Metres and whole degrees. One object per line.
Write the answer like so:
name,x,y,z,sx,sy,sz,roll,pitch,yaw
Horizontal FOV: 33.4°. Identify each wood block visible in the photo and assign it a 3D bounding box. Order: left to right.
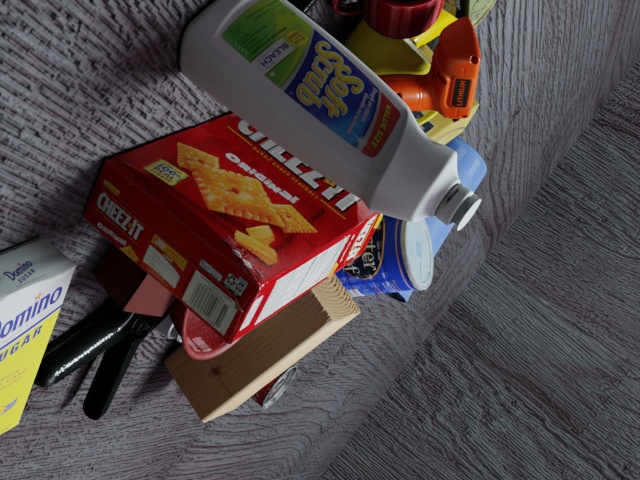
wood block,-0.069,0.110,1.232,0.206,0.091,0.090,-39,169,20

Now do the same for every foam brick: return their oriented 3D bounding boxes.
foam brick,-0.150,0.020,0.938,0.078,0.051,0.052,-55,147,9

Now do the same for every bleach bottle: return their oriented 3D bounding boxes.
bleach bottle,0.016,-0.097,0.805,0.102,0.251,0.068,-44,163,-31

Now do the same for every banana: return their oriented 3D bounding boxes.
banana,0.139,-0.253,1.243,0.197,0.037,0.070,-30,152,-56

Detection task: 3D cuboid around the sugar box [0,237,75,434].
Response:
sugar box,-0.254,0.087,0.816,0.093,0.048,0.176,-31,155,-55

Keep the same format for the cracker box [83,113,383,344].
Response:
cracker box,-0.065,-0.025,0.900,0.213,0.164,0.072,-32,157,-53

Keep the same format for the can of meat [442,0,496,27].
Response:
can of meat,0.136,-0.274,1.092,0.057,0.084,0.102,-51,165,-8

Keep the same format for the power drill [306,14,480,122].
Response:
power drill,0.048,-0.154,0.975,0.187,0.057,0.184,-8,154,-2

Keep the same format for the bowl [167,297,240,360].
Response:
bowl,-0.097,0.032,1.020,0.161,0.055,0.162,-46,153,-32

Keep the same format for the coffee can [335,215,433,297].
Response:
coffee can,0.064,0.020,1.380,0.102,0.140,0.103,-8,90,-66

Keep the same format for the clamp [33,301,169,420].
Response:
clamp,-0.185,0.075,1.013,0.210,0.036,0.164,-54,164,-6

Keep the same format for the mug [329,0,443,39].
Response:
mug,0.065,-0.234,0.985,0.117,0.093,0.081,-20,165,-4

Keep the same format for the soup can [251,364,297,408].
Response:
soup can,-0.090,0.157,1.365,0.068,0.102,0.068,-48,165,-18
